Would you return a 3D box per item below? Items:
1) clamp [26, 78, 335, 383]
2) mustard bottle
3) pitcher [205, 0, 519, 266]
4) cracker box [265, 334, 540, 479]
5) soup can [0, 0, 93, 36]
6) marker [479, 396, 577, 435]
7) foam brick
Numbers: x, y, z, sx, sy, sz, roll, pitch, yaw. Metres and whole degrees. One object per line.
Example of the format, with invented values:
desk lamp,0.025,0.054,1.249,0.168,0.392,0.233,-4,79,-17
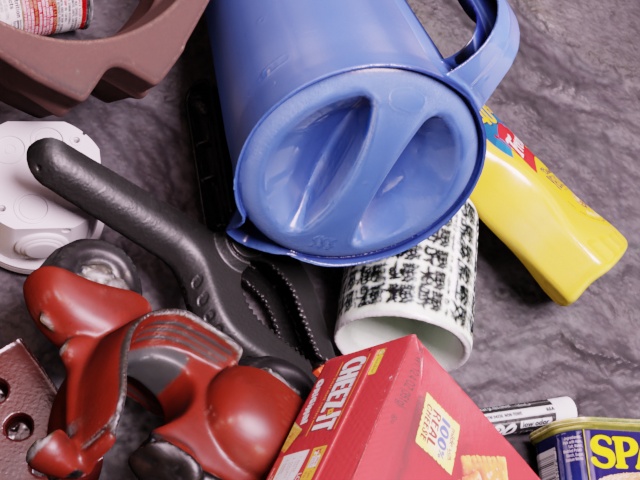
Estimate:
clamp,-0.054,0.001,0.615,0.210,0.036,0.164,51,35,-7
mustard bottle,0.110,-0.045,0.686,0.192,0.058,0.096,47,20,9
pitcher,0.005,-0.117,0.620,0.149,0.145,0.243,-4,44,-13
cracker box,0.060,0.177,0.501,0.213,0.072,0.164,48,45,-19
soup can,-0.197,-0.152,0.645,0.102,0.069,0.068,-17,71,-25
marker,0.098,0.110,0.640,0.121,0.020,0.020,-4,66,-20
foam brick,-0.154,0.101,0.540,0.052,0.051,0.078,-32,78,-29
